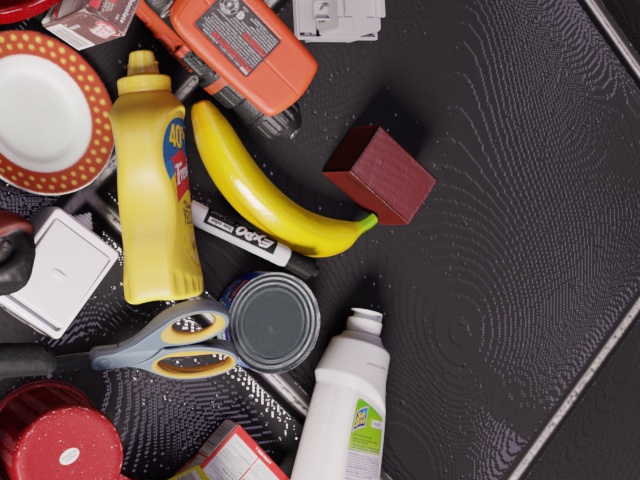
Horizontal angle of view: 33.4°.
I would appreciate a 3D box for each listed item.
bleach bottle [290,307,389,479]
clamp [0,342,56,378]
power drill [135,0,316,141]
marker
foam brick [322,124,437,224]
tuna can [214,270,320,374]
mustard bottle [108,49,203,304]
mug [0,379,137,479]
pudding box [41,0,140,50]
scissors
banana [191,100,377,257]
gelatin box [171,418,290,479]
[{"bbox_3d":[0.019,0.185,0.918,0.102,0.068,0.251,30,70,-59],"label":"bleach bottle"},{"bbox_3d":[-0.266,0.086,0.731,0.120,0.039,0.171,-41,142,-3],"label":"clamp"},{"bbox_3d":[-0.065,-0.137,0.797,0.184,0.188,0.057,42,85,-19],"label":"power drill"},{"bbox_3d":[-0.056,0.001,0.883,0.121,0.020,0.020,26,80,-11],"label":"marker"},{"bbox_3d":[0.052,-0.057,0.936,0.078,0.053,0.051,41,74,-24],"label":"foam brick"},{"bbox_3d":[-0.045,0.068,0.900,0.086,0.034,0.086,-1,93,-28],"label":"tuna can"},{"bbox_3d":[-0.128,-0.049,0.817,0.058,0.096,0.191,-6,89,5],"label":"mustard bottle"},{"bbox_3d":[-0.188,0.162,0.802,0.117,0.082,0.093,36,76,-24],"label":"mug"},{"bbox_3d":[-0.158,-0.192,0.785,0.039,0.114,0.090,29,79,-30],"label":"pudding box"},{"bbox_3d":[-0.155,0.077,0.815,0.201,0.016,0.096,4,134,-23],"label":"scissors"},{"bbox_3d":[-0.040,-0.038,0.900,0.197,0.037,0.069,34,59,-26],"label":"banana"},{"bbox_3d":[-0.081,0.206,0.890,0.089,0.030,0.073,-47,113,-18],"label":"gelatin box"}]
